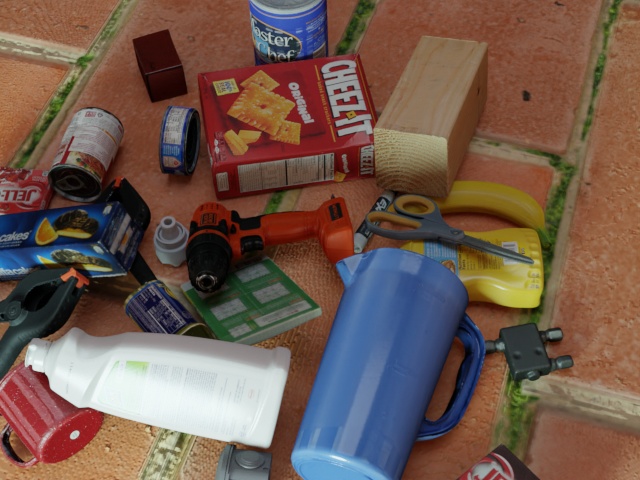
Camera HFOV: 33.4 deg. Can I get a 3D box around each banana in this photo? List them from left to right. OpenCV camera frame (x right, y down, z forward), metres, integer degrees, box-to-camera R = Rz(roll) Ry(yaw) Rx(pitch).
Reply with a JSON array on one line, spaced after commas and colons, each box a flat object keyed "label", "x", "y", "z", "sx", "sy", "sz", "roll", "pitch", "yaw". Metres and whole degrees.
[{"label": "banana", "x": 0.181, "y": -0.041, "z": 1.273, "sx": 0.198, "sy": 0.037, "sz": 0.069, "roll": 9, "pitch": 53, "yaw": 9}]

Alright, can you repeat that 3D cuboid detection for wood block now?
[{"label": "wood block", "x": 0.139, "y": -0.155, "z": 1.305, "sx": 0.090, "sy": 0.091, "sz": 0.205, "roll": 10, "pitch": 44, "yaw": 18}]

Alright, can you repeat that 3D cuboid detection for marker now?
[{"label": "marker", "x": 0.069, "y": -0.034, "z": 1.283, "sx": 0.020, "sy": 0.020, "sz": 0.121, "roll": 22, "pitch": 57, "yaw": 18}]

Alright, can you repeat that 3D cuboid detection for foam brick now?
[{"label": "foam brick", "x": -0.215, "y": -0.234, "z": 1.429, "sx": 0.053, "sy": 0.051, "sz": 0.078, "roll": -16, "pitch": 53, "yaw": -9}]

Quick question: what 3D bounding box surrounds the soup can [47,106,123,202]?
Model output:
[{"label": "soup can", "x": -0.290, "y": -0.107, "z": 1.324, "sx": 0.068, "sy": 0.068, "sz": 0.102, "roll": 7, "pitch": 53, "yaw": 7}]

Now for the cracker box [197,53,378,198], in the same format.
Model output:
[{"label": "cracker box", "x": -0.039, "y": -0.148, "z": 1.343, "sx": 0.213, "sy": 0.072, "sz": 0.164, "roll": -9, "pitch": 53, "yaw": -5}]

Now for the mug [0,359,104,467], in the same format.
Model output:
[{"label": "mug", "x": -0.285, "y": 0.183, "z": 1.097, "sx": 0.117, "sy": 0.093, "sz": 0.082, "roll": -49, "pitch": 66, "yaw": 6}]

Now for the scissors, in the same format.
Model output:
[{"label": "scissors", "x": 0.150, "y": -0.015, "z": 1.201, "sx": 0.202, "sy": 0.016, "sz": 0.096, "roll": 10, "pitch": 35, "yaw": 20}]

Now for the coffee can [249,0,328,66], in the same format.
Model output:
[{"label": "coffee can", "x": -0.040, "y": -0.282, "z": 1.402, "sx": 0.103, "sy": 0.140, "sz": 0.103, "roll": -1, "pitch": 53, "yaw": 1}]

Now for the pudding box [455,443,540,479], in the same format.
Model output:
[{"label": "pudding box", "x": 0.182, "y": 0.266, "z": 1.036, "sx": 0.090, "sy": 0.039, "sz": 0.114, "roll": -33, "pitch": 58, "yaw": -22}]

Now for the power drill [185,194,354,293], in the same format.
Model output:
[{"label": "power drill", "x": -0.058, "y": 0.001, "z": 1.200, "sx": 0.187, "sy": 0.057, "sz": 0.184, "roll": -3, "pitch": 26, "yaw": -3}]

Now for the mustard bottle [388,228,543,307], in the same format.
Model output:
[{"label": "mustard bottle", "x": 0.151, "y": 0.029, "z": 1.207, "sx": 0.191, "sy": 0.058, "sz": 0.096, "roll": 1, "pitch": 51, "yaw": 3}]

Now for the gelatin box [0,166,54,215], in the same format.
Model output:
[{"label": "gelatin box", "x": -0.377, "y": -0.054, "z": 1.310, "sx": 0.089, "sy": 0.030, "sz": 0.073, "roll": 5, "pitch": 53, "yaw": 7}]

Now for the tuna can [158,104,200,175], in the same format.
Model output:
[{"label": "tuna can", "x": -0.173, "y": -0.123, "z": 1.320, "sx": 0.034, "sy": 0.086, "sz": 0.086, "roll": 7, "pitch": 53, "yaw": 5}]

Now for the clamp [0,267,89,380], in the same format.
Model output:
[{"label": "clamp", "x": -0.336, "y": 0.080, "z": 1.176, "sx": 0.171, "sy": 0.039, "sz": 0.120, "roll": -41, "pitch": 62, "yaw": -2}]

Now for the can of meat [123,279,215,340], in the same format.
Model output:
[{"label": "can of meat", "x": -0.157, "y": 0.099, "z": 1.139, "sx": 0.057, "sy": 0.102, "sz": 0.084, "roll": -40, "pitch": 57, "yaw": -10}]

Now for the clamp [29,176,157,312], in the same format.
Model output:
[{"label": "clamp", "x": -0.238, "y": 0.005, "z": 1.235, "sx": 0.165, "sy": 0.036, "sz": 0.210, "roll": -8, "pitch": 45, "yaw": 24}]

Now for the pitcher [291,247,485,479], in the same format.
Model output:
[{"label": "pitcher", "x": 0.067, "y": 0.142, "z": 1.090, "sx": 0.149, "sy": 0.145, "sz": 0.242, "roll": 5, "pitch": 55, "yaw": 26}]

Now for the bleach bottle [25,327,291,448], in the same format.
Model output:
[{"label": "bleach bottle", "x": -0.161, "y": 0.130, "z": 1.048, "sx": 0.251, "sy": 0.102, "sz": 0.068, "roll": 13, "pitch": 13, "yaw": -2}]
